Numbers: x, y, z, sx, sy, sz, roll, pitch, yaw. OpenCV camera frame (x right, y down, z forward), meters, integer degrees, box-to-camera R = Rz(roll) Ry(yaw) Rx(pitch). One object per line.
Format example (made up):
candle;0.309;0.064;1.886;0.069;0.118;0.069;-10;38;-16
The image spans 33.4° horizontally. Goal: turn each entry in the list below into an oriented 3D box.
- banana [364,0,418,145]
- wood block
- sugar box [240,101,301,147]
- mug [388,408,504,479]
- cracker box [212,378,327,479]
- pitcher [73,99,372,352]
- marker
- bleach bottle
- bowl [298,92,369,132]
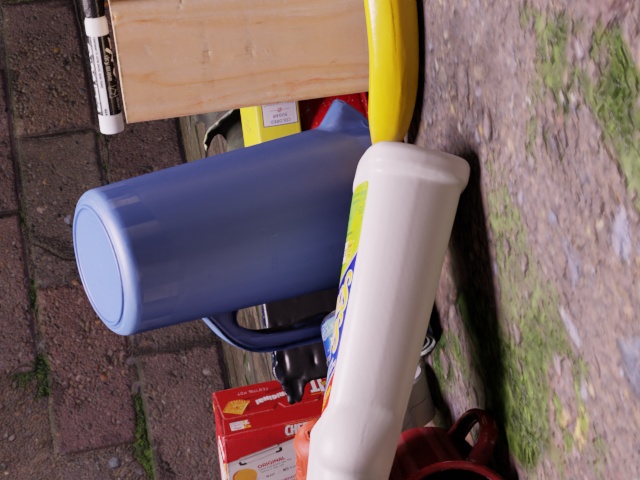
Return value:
banana;0.046;-0.152;0.752;0.070;0.037;0.198;-130;31;-71
wood block;-0.053;-0.154;0.817;0.091;0.206;0.090;-125;27;-69
sugar box;-0.045;-0.099;0.957;0.093;0.048;0.176;-122;27;-64
mug;0.084;0.166;0.718;0.081;0.093;0.117;-121;55;-76
cracker box;-0.020;0.232;1.093;0.072;0.164;0.214;-114;18;-50
pitcher;-0.055;0.001;0.814;0.149;0.242;0.145;62;148;22
marker;-0.170;-0.143;0.830;0.020;0.020;0.121;-119;22;-63
bleach bottle;0.035;0.070;0.685;0.102;0.068;0.251;133;149;-80
bowl;0.008;-0.082;0.972;0.162;0.055;0.162;171;90;-79
